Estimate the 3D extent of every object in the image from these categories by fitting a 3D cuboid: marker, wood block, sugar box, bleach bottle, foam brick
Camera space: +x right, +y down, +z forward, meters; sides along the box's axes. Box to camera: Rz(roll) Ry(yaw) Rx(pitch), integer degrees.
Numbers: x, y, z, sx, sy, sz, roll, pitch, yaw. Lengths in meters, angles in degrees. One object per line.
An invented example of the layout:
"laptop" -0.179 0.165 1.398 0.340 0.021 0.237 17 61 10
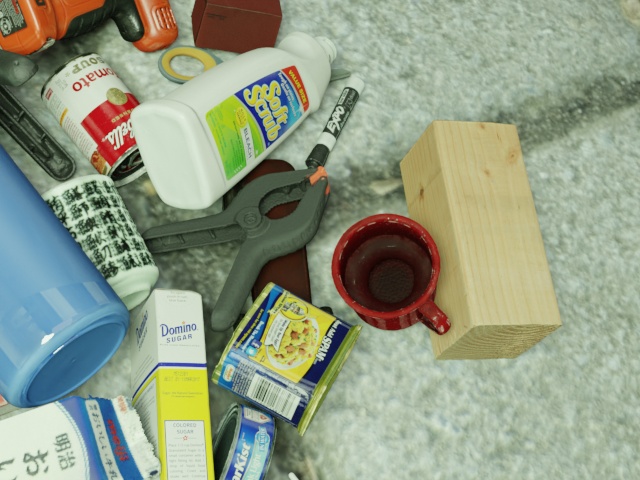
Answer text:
"marker" 0.014 -0.113 1.049 0.020 0.020 0.121 29 58 -5
"wood block" 0.145 0.000 0.999 0.090 0.091 0.206 1 65 -20
"sugar box" -0.117 0.135 0.831 0.048 0.093 0.176 6 63 -21
"bleach bottle" -0.061 -0.130 0.961 0.068 0.102 0.250 6 35 33
"foam brick" -0.082 -0.217 1.038 0.078 0.053 0.051 7 43 -18

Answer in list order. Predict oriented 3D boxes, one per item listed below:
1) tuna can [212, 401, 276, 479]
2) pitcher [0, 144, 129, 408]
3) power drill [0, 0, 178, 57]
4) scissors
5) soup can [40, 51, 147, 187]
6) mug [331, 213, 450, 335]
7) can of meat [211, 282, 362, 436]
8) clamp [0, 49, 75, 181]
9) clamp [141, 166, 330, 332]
"tuna can" -0.065 0.172 0.836 0.033 0.086 0.086 21 59 -12
"pitcher" -0.264 0.013 0.801 0.243 0.149 0.144 46 39 16
"power drill" -0.218 -0.247 0.948 0.187 0.057 0.184 -29 101 -49
"scissors" -0.072 -0.168 1.046 0.201 0.016 0.096 -27 76 -29
"soup can" -0.190 -0.107 0.941 0.068 0.069 0.102 -34 79 -31
"mug" 0.069 0.040 0.938 0.117 0.081 0.093 40 82 18
"can of meat" -0.026 0.091 0.843 0.084 0.057 0.102 28 43 6
"clamp" -0.291 -0.139 0.898 0.210 0.164 0.036 34 67 22
"clamp" -0.056 0.001 0.900 0.171 0.039 0.120 -30 64 -10
